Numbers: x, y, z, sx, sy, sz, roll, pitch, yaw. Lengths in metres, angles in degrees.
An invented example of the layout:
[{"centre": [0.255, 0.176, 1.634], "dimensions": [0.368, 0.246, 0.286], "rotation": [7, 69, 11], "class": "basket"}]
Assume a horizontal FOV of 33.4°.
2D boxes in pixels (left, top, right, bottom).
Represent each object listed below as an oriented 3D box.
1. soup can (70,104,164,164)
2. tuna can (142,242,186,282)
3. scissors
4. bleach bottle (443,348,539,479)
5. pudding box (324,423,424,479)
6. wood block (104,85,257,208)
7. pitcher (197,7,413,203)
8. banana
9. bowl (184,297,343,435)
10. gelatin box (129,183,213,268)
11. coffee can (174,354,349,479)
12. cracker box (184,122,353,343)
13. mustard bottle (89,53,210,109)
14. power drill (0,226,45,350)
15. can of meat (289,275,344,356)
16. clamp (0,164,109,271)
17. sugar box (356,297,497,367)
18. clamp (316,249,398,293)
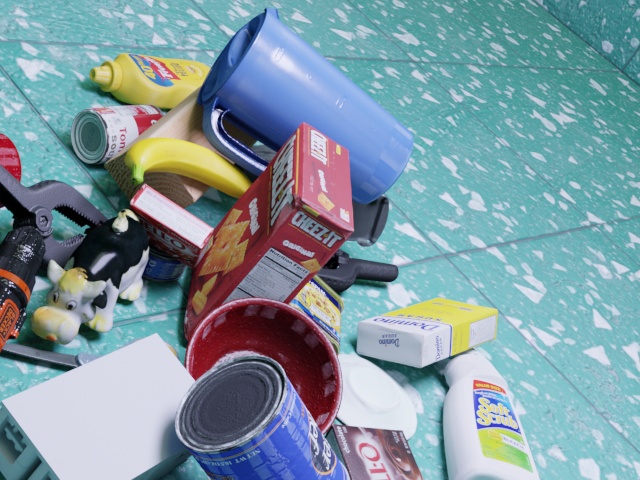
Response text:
[{"centre": [-0.244, -0.130, 1.301], "dimensions": [0.068, 0.069, 0.102], "rotation": [46, 32, 22], "class": "soup can"}, {"centre": [-0.184, 0.005, 1.187], "dimensions": [0.086, 0.034, 0.086], "rotation": [24, 30, -15], "class": "tuna can"}, {"centre": [-0.214, 0.107, 1.019], "dimensions": [0.201, 0.016, 0.096], "rotation": [26, 32, -13], "class": "scissors"}, {"centre": [0.178, 0.204, 1.207], "dimensions": [0.102, 0.068, 0.251], "rotation": [23, 28, -16], "class": "bleach bottle"}, {"centre": [0.056, 0.238, 1.058], "dimensions": [0.089, 0.039, 0.113], "rotation": [12, 35, -32], "class": "pudding box"}, {"centre": [-0.149, -0.118, 1.277], "dimensions": [0.091, 0.090, 0.205], "rotation": [55, 41, -14], "class": "wood block"}, {"centre": [-0.017, -0.140, 1.239], "dimensions": [0.242, 0.149, 0.145], "rotation": [35, 18, -19], "class": "pitcher"}, {"centre": [-0.146, -0.078, 1.155], "dimensions": [0.197, 0.037, 0.069], "rotation": [3, 61, -53], "class": "banana"}, {"centre": [-0.062, 0.139, 1.044], "dimensions": [0.162, 0.055, 0.162], "rotation": [11, 60, -19], "class": "bowl"}, {"centre": [-0.160, -0.013, 1.125], "dimensions": [0.089, 0.073, 0.030], "rotation": [32, 67, -1], "class": "gelatin box"}, {"centre": [-0.047, 0.182, 0.912], "dimensions": [0.103, 0.103, 0.140], "rotation": [-98, 164, -54], "class": "coffee can"}, {"centre": [-0.057, 0.001, 1.126], "dimensions": [0.072, 0.214, 0.164], "rotation": [31, 28, -20], "class": "cracker box"}, {"centre": [-0.230, -0.217, 1.459], "dimensions": [0.191, 0.058, 0.096], "rotation": [-1, 42, -44], "class": "mustard bottle"}, {"centre": [-0.309, 0.008, 0.911], "dimensions": [0.057, 0.187, 0.184], "rotation": [-8, 42, 18], "class": "power drill"}, {"centre": [-0.021, 0.083, 1.183], "dimensions": [0.102, 0.058, 0.084], "rotation": [44, 25, -25], "class": "can of meat"}, {"centre": [-0.291, -0.026, 1.060], "dimensions": [0.209, 0.036, 0.164], "rotation": [-6, 90, -56], "class": "clamp"}, {"centre": [0.131, 0.108, 1.285], "dimensions": [0.093, 0.048, 0.175], "rotation": [9, 10, 36], "class": "sugar box"}, {"centre": [0.013, 0.022, 1.351], "dimensions": [0.120, 0.039, 0.171], "rotation": [35, 24, 28], "class": "clamp"}]
